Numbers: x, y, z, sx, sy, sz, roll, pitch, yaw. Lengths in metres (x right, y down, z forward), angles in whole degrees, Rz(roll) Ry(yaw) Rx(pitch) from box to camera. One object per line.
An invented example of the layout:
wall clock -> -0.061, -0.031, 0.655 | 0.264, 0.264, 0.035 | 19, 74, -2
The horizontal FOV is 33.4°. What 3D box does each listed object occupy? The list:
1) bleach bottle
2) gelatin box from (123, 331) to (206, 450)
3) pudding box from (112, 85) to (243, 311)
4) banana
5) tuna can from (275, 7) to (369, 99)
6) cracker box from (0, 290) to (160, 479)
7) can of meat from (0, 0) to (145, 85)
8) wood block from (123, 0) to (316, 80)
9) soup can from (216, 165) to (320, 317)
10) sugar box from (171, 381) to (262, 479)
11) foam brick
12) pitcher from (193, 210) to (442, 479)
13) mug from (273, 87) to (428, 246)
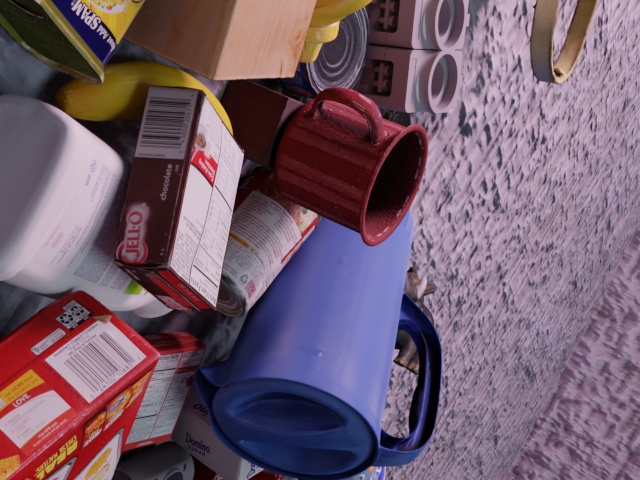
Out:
bleach bottle -> -0.136, 0.004, 0.662 | 0.102, 0.068, 0.250 | -62, 159, -9
gelatin box -> -0.133, 0.115, 0.829 | 0.073, 0.030, 0.089 | 3, 112, -64
pudding box -> -0.082, -0.023, 0.637 | 0.090, 0.039, 0.113 | 60, 38, -67
banana -> -0.099, -0.076, 0.686 | 0.069, 0.037, 0.197 | -63, 157, -7
tuna can -> 0.001, -0.149, 0.804 | 0.085, 0.034, 0.086 | -29, 127, -48
cracker box -> -0.191, 0.145, 0.617 | 0.164, 0.072, 0.214 | -41, 166, -41
can of meat -> -0.126, -0.142, 0.536 | 0.084, 0.057, 0.102 | -61, 158, -12
wood block -> -0.042, -0.204, 0.604 | 0.090, 0.090, 0.206 | -18, 131, -59
soup can -> -0.055, 0.001, 0.823 | 0.102, 0.069, 0.068 | -51, 154, -26
sugar box -> -0.045, 0.142, 0.937 | 0.175, 0.093, 0.048 | -25, 135, -44
foam brick -> -0.037, -0.084, 0.792 | 0.078, 0.051, 0.053 | 5, 109, -66
pitcher -> 0.014, 0.066, 0.870 | 0.149, 0.145, 0.242 | 54, 38, -34
mug -> 0.019, -0.061, 0.762 | 0.093, 0.082, 0.117 | -51, 153, -29
